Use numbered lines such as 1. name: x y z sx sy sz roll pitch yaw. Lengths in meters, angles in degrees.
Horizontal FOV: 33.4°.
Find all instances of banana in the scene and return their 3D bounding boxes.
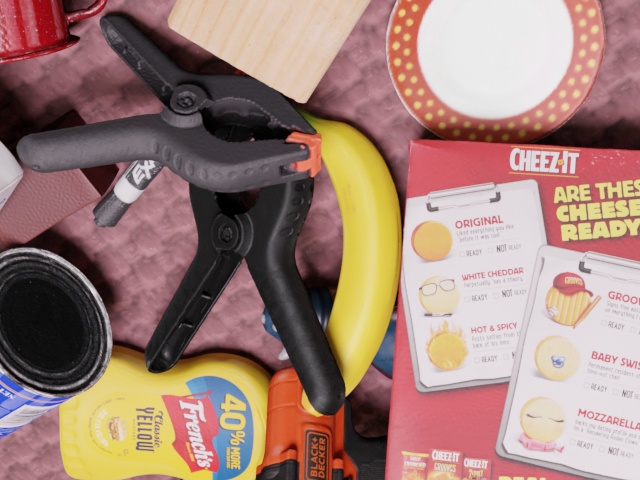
1. banana: 0.018 0.010 0.673 0.070 0.037 0.198 -5 85 18

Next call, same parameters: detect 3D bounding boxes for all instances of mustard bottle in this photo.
1. mustard bottle: -0.085 0.127 0.757 0.191 0.058 0.096 3 102 4

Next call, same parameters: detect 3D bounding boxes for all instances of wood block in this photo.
1. wood block: 0.009 -0.187 0.557 0.090 0.090 0.206 29 128 -8

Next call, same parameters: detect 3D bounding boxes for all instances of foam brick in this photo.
1. foam brick: -0.180 -0.039 0.693 0.078 0.051 0.053 -29 108 17

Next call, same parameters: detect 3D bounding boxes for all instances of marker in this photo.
1. marker: -0.110 -0.052 0.698 0.020 0.020 0.121 39 113 -12

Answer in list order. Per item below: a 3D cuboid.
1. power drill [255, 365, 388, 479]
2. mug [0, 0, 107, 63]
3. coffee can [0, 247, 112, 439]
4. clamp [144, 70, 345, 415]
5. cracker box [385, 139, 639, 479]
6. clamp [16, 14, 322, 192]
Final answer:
1. power drill: 0.044 0.184 0.700 0.187 0.184 0.057 17 150 -27
2. mug: -0.183 -0.152 0.625 0.117 0.093 0.081 -10 110 -9
3. coffee can: -0.221 0.079 0.707 0.141 0.102 0.102 -30 109 33
4. clamp: -0.054 0.001 0.676 0.165 0.036 0.210 -3 89 39
5. cracker box: 0.129 0.053 0.643 0.164 0.072 0.214 4 86 9
6. clamp: -0.086 -0.064 0.618 0.172 0.120 0.039 23 155 18
